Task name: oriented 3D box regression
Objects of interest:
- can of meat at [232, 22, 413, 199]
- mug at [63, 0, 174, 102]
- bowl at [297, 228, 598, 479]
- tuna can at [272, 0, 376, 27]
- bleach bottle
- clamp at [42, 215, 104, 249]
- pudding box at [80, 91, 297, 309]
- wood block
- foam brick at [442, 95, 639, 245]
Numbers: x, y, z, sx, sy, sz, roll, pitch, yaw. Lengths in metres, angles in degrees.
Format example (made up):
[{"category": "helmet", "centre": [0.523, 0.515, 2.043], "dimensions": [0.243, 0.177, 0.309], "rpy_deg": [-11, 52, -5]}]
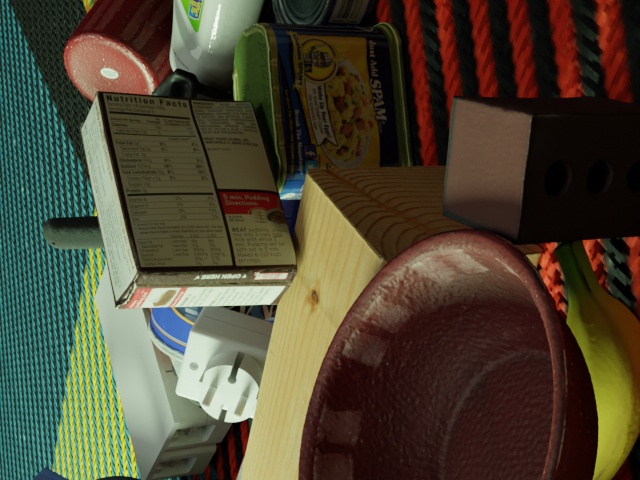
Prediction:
[{"category": "can of meat", "centre": [0.000, -0.072, 0.605], "dimensions": [0.058, 0.083, 0.102], "rpy_deg": [-11, 84, 62]}, {"category": "mug", "centre": [-0.140, -0.145, 0.838], "dimensions": [0.093, 0.117, 0.081], "rpy_deg": [-14, 39, 41]}, {"category": "bowl", "centre": [0.056, 0.080, 0.421], "dimensions": [0.162, 0.055, 0.162], "rpy_deg": [-39, 41, 44]}, {"category": "tuna can", "centre": [0.002, -0.164, 0.644], "dimensions": [0.086, 0.033, 0.086], "rpy_deg": [12, 103, 61]}, {"category": "bleach bottle", "centre": [-0.068, -0.204, 0.745], "dimensions": [0.103, 0.068, 0.251], "rpy_deg": [-118, 34, -41]}, {"category": "clamp", "centre": [-0.112, -0.022, 0.812], "dimensions": [0.172, 0.120, 0.039], "rpy_deg": [16, 146, 19]}, {"category": "pudding box", "centre": [-0.068, -0.022, 0.548], "dimensions": [0.039, 0.089, 0.113], "rpy_deg": [-55, 44, 47]}, {"category": "wood block", "centre": [0.028, 0.073, 0.563], "dimensions": [0.091, 0.090, 0.206], "rpy_deg": [51, 136, 49]}, {"category": "foam brick", "centre": [0.096, -0.030, 0.435], "dimensions": [0.051, 0.078, 0.053], "rpy_deg": [26, 116, 57]}]
